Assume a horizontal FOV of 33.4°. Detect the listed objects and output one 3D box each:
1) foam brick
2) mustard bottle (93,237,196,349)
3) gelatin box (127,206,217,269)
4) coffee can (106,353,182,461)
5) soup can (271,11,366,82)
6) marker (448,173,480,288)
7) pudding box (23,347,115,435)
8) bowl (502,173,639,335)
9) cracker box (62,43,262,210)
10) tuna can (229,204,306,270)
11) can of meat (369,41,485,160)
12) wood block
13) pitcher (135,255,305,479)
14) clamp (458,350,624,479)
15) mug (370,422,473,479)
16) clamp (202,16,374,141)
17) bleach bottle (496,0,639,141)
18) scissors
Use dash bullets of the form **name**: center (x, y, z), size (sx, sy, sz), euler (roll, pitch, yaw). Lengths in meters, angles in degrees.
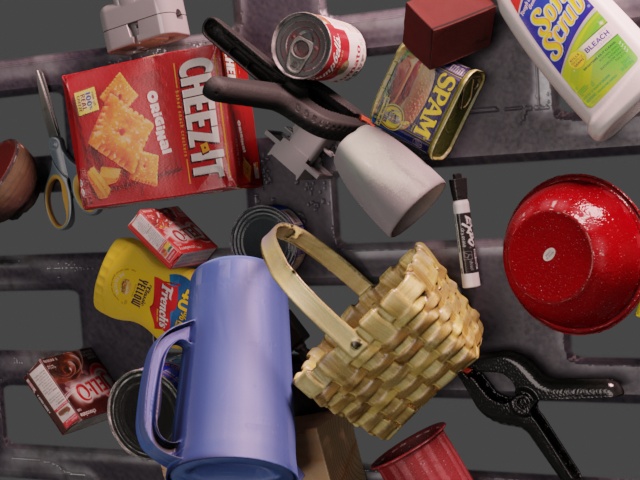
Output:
- **foam brick**: center (0.128, -0.216, 1.070), size (0.051, 0.078, 0.053), euler (52, 156, 34)
- **mustard bottle**: center (-0.173, 0.074, 1.258), size (0.192, 0.058, 0.096), euler (24, 100, 20)
- **gelatin box**: center (-0.168, -0.004, 1.231), size (0.073, 0.089, 0.030), euler (44, 109, 14)
- **coffee can**: center (-0.161, 0.183, 1.218), size (0.103, 0.140, 0.103), euler (3, 96, 24)
- **soup can**: center (0.000, -0.202, 1.128), size (0.069, 0.102, 0.068), euler (2, 96, 24)
- **marker**: center (0.152, -0.011, 1.124), size (0.020, 0.020, 0.121), euler (-7, 92, 25)
- **pudding box**: center (-0.295, 0.181, 1.294), size (0.039, 0.113, 0.090), euler (-43, 78, 19)
- **bowl**: center (0.237, 0.015, 1.045), size (0.162, 0.055, 0.162), euler (2, 93, 40)
- **cracker box**: center (-0.186, -0.128, 1.237), size (0.214, 0.072, 0.164), euler (-7, 92, 24)
- **tuna can**: center (-0.058, 0.001, 1.212), size (0.086, 0.033, 0.086), euler (3, 96, 24)
- **can of meat**: center (0.109, -0.147, 1.110), size (0.084, 0.057, 0.102), euler (31, 107, 21)
- **wood block**: center (-0.065, 0.260, 1.210), size (0.206, 0.090, 0.090), euler (-15, 90, 24)
- **pitcher**: center (-0.098, 0.139, 1.114), size (0.145, 0.149, 0.243), euler (-7, 58, 10)
- **clamp**: center (0.223, 0.158, 1.097), size (0.171, 0.039, 0.120), euler (35, 107, 18)
- **mug**: center (0.107, 0.255, 1.139), size (0.081, 0.093, 0.117), euler (59, 141, 3)
- **clamp**: center (-0.037, -0.151, 1.118), size (0.209, 0.164, 0.036), euler (27, 119, -15)
- **bleach bottle**: center (0.225, -0.221, 1.048), size (0.103, 0.068, 0.251), euler (-46, 74, 20)
- **scissors**: center (-0.311, -0.112, 1.326), size (0.096, 0.016, 0.202), euler (2, 96, 23)
